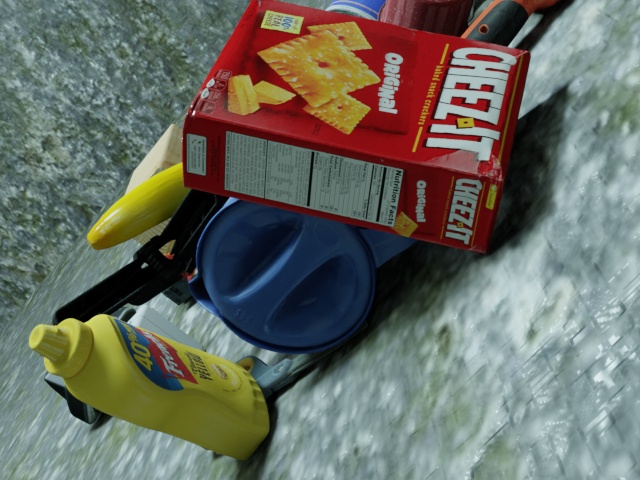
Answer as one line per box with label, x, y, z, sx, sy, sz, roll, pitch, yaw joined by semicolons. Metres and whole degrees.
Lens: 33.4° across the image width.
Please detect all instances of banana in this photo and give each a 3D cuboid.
banana;-0.109;-0.041;0.906;0.197;0.037;0.070;-23;-30;-46

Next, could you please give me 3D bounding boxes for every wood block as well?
wood block;-0.184;-0.062;1.330;0.091;0.090;0.206;-48;16;13

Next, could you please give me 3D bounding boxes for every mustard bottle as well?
mustard bottle;-0.129;0.101;0.787;0.058;0.191;0.096;-52;40;13

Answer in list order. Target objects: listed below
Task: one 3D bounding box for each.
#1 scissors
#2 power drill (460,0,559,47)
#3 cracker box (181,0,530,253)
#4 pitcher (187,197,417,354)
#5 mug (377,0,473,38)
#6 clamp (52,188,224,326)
scissors;-0.032;0.099;0.867;0.202;0.016;0.096;-42;22;23
power drill;0.129;-0.168;0.946;0.188;0.057;0.184;-52;15;5
cracker box;0.029;-0.089;0.747;0.164;0.214;0.072;-69;-12;-47
pitcher;0.004;-0.027;0.863;0.242;0.149;0.145;-68;1;-61
mug;0.102;-0.244;1.040;0.093;0.117;0.081;-19;-25;-15
clamp;-0.142;0.024;0.884;0.164;0.036;0.210;-41;-3;-7
